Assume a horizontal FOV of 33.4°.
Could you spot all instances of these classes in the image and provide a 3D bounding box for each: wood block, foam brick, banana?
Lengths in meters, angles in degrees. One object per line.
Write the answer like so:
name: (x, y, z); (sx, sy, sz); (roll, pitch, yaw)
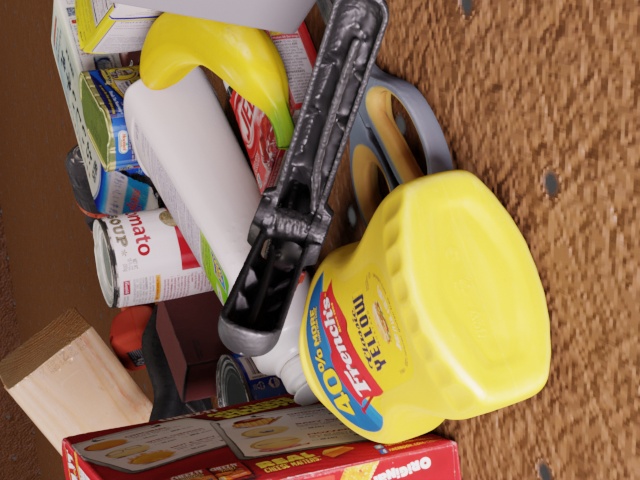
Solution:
wood block: (-0.192, 0.173, 0.969); (0.206, 0.090, 0.091); (57, 165, -21)
foam brick: (-0.095, 0.079, 0.849); (0.051, 0.053, 0.078); (104, 149, -47)
banana: (-0.068, -0.106, 0.618); (0.198, 0.037, 0.070); (32, 120, 56)

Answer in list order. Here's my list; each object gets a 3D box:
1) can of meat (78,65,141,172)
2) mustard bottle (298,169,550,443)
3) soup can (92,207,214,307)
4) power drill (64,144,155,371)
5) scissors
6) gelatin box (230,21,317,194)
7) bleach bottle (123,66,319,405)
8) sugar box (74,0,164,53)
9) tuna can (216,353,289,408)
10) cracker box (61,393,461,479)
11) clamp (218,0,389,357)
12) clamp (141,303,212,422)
can of meat: (-0.136, -0.098, 0.829); (0.102, 0.083, 0.057); (-126, 33, -48)
mustard bottle: (0.032, 0.043, 0.495); (0.096, 0.058, 0.192); (70, 158, 11)
soup can: (-0.110, 0.008, 0.786); (0.069, 0.102, 0.068); (170, 90, -70)
power drill: (-0.187, 0.017, 1.007); (0.184, 0.057, 0.188); (80, 173, -67)
scissors: (0.014, -0.077, 0.545); (0.096, 0.016, 0.202); (100, 152, -42)
gelatin box: (-0.025, -0.081, 0.624); (0.089, 0.030, 0.073); (116, 140, -56)
bleach bottle: (-0.055, 0.001, 0.694); (0.102, 0.068, 0.251); (83, 161, -55)
sugar box: (-0.101, -0.163, 0.699); (0.176, 0.093, 0.048); (168, 91, -68)
tuna can: (-0.046, 0.121, 0.767); (0.086, 0.033, 0.086); (170, 90, -69)
cracker box: (-0.042, 0.140, 0.583); (0.214, 0.164, 0.072); (175, 87, -69)
clamp: (-0.017, 0.000, 0.510); (0.210, 0.036, 0.164); (110, 180, -66)
clamp: (-0.120, 0.124, 0.885); (0.120, 0.039, 0.171); (32, -142, -65)
